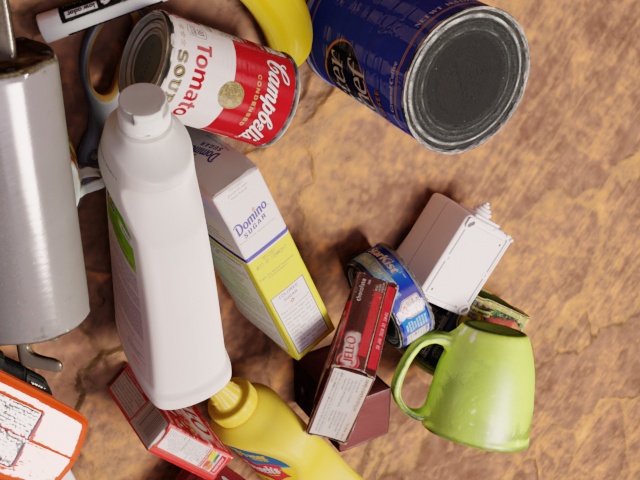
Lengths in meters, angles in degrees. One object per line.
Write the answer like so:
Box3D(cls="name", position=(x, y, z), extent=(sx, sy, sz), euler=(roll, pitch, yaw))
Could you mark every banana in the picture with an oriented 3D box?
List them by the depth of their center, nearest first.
Box3D(cls="banana", position=(-0.061, -0.173, 0.719), extent=(0.069, 0.037, 0.197), euler=(-49, 131, 0))

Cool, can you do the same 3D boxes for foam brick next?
Box3D(cls="foam brick", position=(0.018, 0.134, 0.921), extent=(0.051, 0.078, 0.053), euler=(-17, 124, -26))

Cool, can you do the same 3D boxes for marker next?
Box3D(cls="marker", position=(-0.121, -0.154, 0.679), extent=(0.121, 0.020, 0.020), euler=(-19, 127, 0))

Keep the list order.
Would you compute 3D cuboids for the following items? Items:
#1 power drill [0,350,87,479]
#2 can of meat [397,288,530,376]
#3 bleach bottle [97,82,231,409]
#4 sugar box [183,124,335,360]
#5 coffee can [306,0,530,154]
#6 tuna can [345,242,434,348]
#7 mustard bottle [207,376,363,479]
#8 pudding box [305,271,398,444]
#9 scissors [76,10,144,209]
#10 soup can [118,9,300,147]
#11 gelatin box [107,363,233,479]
Box3D(cls="power drill", position=(-0.221, 0.095, 0.675), extent=(0.184, 0.188, 0.057), euler=(33, 80, -38))
Box3D(cls="can of meat", position=(0.133, 0.085, 0.981), extent=(0.101, 0.058, 0.084), euler=(24, 100, -39))
Box3D(cls="bleach bottle", position=(-0.105, 0.004, 0.707), extent=(0.068, 0.103, 0.251), euler=(-22, 145, -21))
Box3D(cls="sugar box", position=(-0.055, 0.001, 0.779), extent=(0.048, 0.093, 0.176), euler=(-38, 135, -17))
Box3D(cls="coffee can", position=(0.063, -0.134, 0.752), extent=(0.102, 0.140, 0.103), euler=(-15, 124, -25))
Box3D(cls="tuna can", position=(0.057, 0.047, 0.890), extent=(0.033, 0.086, 0.086), euler=(-31, 129, -13))
Box3D(cls="mustard bottle", position=(-0.037, 0.170, 0.894), extent=(0.058, 0.096, 0.191), euler=(-56, 133, -21))
Box3D(cls="pudding box", position=(0.024, 0.093, 0.831), extent=(0.039, 0.090, 0.114), euler=(17, 141, 2))
Box3D(cls="scissors", position=(-0.139, -0.066, 0.744), extent=(0.096, 0.016, 0.202), euler=(0, 116, -33))
Box3D(cls="soup can", position=(-0.074, -0.106, 0.707), extent=(0.102, 0.069, 0.068), euler=(13, 108, -36))
Box3D(cls="gelatin box", position=(-0.117, 0.140, 0.830), extent=(0.030, 0.089, 0.073), euler=(-50, 131, 1))
